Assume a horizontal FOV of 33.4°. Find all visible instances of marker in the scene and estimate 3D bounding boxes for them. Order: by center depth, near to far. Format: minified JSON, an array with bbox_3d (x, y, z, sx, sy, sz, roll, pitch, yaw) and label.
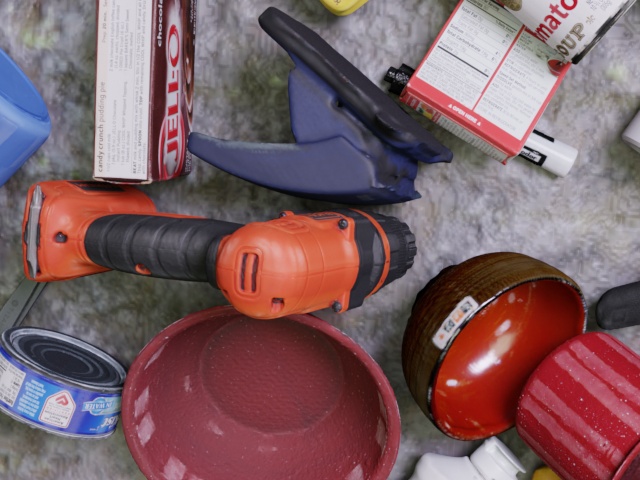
[{"bbox_3d":[0.093,-0.072,0.627,0.121,0.020,0.020,27,99,2],"label":"marker"}]

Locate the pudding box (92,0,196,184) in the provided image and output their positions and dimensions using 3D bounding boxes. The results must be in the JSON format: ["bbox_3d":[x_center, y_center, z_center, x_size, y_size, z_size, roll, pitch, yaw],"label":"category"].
[{"bbox_3d":[-0.099,-0.090,0.609,0.039,0.090,0.113,1,97,6],"label":"pudding box"}]

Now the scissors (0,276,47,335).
[{"bbox_3d":[-0.210,0.097,0.682,0.202,0.016,0.096,-38,94,9],"label":"scissors"}]

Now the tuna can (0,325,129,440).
[{"bbox_3d":[-0.157,0.084,0.640,0.086,0.086,0.034,24,97,2],"label":"tuna can"}]

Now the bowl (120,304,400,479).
[{"bbox_3d":[-0.033,0.095,0.631,0.162,0.055,0.162,3,117,5],"label":"bowl"}]

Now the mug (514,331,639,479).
[{"bbox_3d":[0.174,0.102,0.603,0.117,0.082,0.093,-17,128,-27],"label":"mug"}]

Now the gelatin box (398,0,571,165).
[{"bbox_3d":[0.099,-0.099,0.606,0.073,0.030,0.089,32,78,1],"label":"gelatin box"}]

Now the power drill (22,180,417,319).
[{"bbox_3d":[-0.054,0.001,0.595,0.188,0.184,0.057,5,94,25],"label":"power drill"}]
